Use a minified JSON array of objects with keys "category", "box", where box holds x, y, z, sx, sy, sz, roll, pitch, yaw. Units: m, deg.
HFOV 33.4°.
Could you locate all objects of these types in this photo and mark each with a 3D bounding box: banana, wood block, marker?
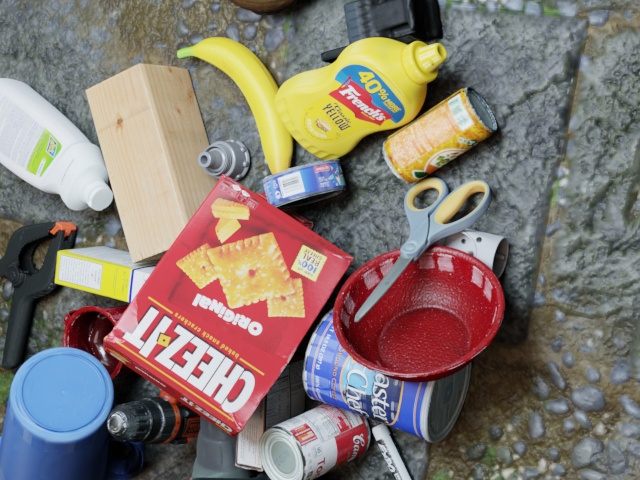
[{"category":"banana","box":[-0.078,-0.161,1.183,0.070,0.037,0.198,-46,72,25]},{"category":"wood block","box":[-0.182,-0.087,1.216,0.091,0.090,0.206,-19,84,30]},{"category":"marker","box":[0.075,0.225,1.129,0.020,0.020,0.121,-31,77,27]}]

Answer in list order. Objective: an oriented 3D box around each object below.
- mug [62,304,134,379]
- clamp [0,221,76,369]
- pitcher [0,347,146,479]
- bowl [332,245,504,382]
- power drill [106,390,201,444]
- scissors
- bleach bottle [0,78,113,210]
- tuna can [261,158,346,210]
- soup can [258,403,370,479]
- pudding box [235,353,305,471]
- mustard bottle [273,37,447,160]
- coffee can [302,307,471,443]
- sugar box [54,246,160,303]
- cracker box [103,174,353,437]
[{"category":"mug","box":[-0.254,0.115,1.272,0.117,0.081,0.093,26,105,25]},{"category":"clamp","box":[-0.379,0.055,1.365,0.210,0.036,0.164,-36,75,26]},{"category":"pitcher","box":[-0.289,0.217,1.215,0.145,0.149,0.243,52,150,15]},{"category":"bowl","box":[0.095,0.080,1.011,0.162,0.162,0.055,15,142,28]},{"category":"power drill","box":[-0.145,0.134,1.166,0.057,0.184,0.188,26,95,25]},{"category":"scissors","box":[0.082,-0.001,1.044,0.096,0.201,0.016,34,155,46]},{"category":"bleach bottle","box":[-0.328,-0.101,1.278,0.251,0.067,0.103,38,110,37]},{"category":"tuna can","box":[-0.016,-0.058,1.126,0.086,0.086,0.034,-17,86,29]},{"category":"soup can","box":[-0.006,0.211,1.118,0.069,0.102,0.068,14,111,42]},{"category":"pudding box","box":[-0.053,0.184,1.158,0.039,0.089,0.113,4,95,28]},{"category":"mustard bottle","box":[0.048,-0.150,1.065,0.192,0.058,0.096,-23,119,41]},{"category":"coffee can","box":[0.068,0.134,1.080,0.140,0.102,0.103,16,100,28]},{"category":"sugar box","box":[-0.210,0.045,1.238,0.176,0.093,0.048,14,100,28]},{"category":"cracker box","box":[-0.092,0.064,1.082,0.164,0.072,0.213,34,73,0]}]
